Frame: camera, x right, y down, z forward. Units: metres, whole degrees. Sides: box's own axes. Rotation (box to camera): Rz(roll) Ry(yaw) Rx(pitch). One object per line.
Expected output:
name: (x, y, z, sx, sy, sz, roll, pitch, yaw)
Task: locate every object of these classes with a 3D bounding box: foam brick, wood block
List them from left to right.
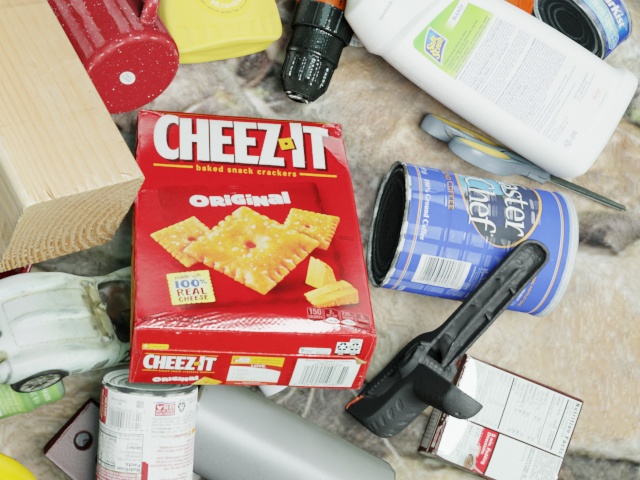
wood block: (-0.218, -0.094, 0.748, 0.090, 0.090, 0.206, -17, 69, -37)
foam brick: (-0.162, 0.163, 0.805, 0.078, 0.051, 0.053, 42, 79, -6)

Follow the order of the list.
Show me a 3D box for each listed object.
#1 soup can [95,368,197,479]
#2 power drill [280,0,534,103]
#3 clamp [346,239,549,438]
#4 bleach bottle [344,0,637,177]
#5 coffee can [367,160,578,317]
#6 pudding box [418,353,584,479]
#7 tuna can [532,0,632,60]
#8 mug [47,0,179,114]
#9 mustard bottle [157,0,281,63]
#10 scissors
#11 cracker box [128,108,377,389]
soup can: (-0.122, 0.146, 0.743, 0.068, 0.068, 0.102, 3, 96, -11)
power drill: (0.070, -0.173, 0.862, 0.187, 0.057, 0.184, 20, 86, -21)
clamp: (0.078, 0.100, 0.785, 0.036, 0.210, 0.164, 40, 43, -5)
bleach bottle: (0.118, -0.151, 0.819, 0.250, 0.068, 0.102, 32, 86, -17)
coffee can: (0.119, -0.001, 0.850, 0.140, 0.103, 0.103, 10, 83, -10)
pudding box: (0.149, 0.153, 0.877, 0.113, 0.039, 0.090, 23, 81, -11)
tuna can: (0.217, -0.190, 0.895, 0.033, 0.086, 0.086, -42, 94, -10)
mug: (-0.151, -0.157, 0.791, 0.093, 0.117, 0.081, -1, 50, -47)
mustard bottle: (-0.098, -0.241, 0.847, 0.096, 0.058, 0.191, -14, 87, -24)
scissors: (0.175, -0.054, 0.878, 0.201, 0.096, 0.016, 24, 107, -6)
cracker box: (-0.055, 0.001, 0.775, 0.164, 0.072, 0.213, 3, 48, -12)
